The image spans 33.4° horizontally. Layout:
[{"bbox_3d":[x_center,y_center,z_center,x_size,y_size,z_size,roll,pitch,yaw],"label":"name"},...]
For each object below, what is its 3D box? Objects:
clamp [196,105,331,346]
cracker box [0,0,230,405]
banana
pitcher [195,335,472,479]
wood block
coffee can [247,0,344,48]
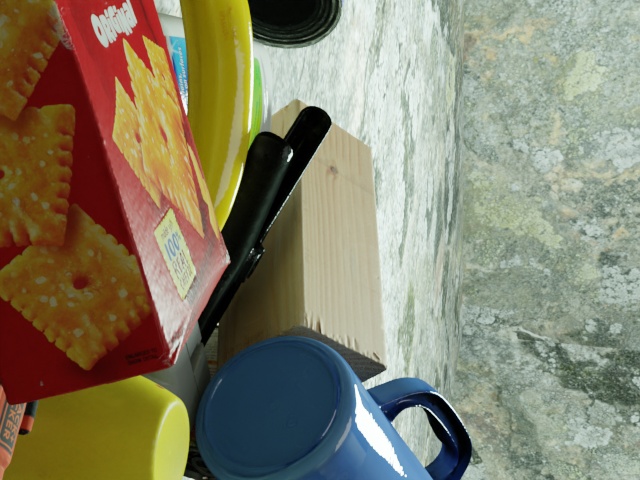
[{"bbox_3d":[-0.055,0.001,0.721,0.210,0.036,0.164,-61,177,23],"label":"clamp"},{"bbox_3d":[-0.101,-0.065,0.427,0.164,0.072,0.214,-78,154,-78],"label":"cracker box"},{"bbox_3d":[-0.064,-0.087,0.588,0.069,0.037,0.198,-32,130,-44],"label":"banana"},{"bbox_3d":[0.016,0.164,0.744,0.242,0.145,0.149,61,29,-48],"label":"pitcher"},{"bbox_3d":[-0.015,0.009,0.808,0.090,0.090,0.206,30,43,-35],"label":"wood block"},{"bbox_3d":[-0.020,-0.235,0.835,0.103,0.103,0.140,78,21,-52],"label":"coffee can"}]
